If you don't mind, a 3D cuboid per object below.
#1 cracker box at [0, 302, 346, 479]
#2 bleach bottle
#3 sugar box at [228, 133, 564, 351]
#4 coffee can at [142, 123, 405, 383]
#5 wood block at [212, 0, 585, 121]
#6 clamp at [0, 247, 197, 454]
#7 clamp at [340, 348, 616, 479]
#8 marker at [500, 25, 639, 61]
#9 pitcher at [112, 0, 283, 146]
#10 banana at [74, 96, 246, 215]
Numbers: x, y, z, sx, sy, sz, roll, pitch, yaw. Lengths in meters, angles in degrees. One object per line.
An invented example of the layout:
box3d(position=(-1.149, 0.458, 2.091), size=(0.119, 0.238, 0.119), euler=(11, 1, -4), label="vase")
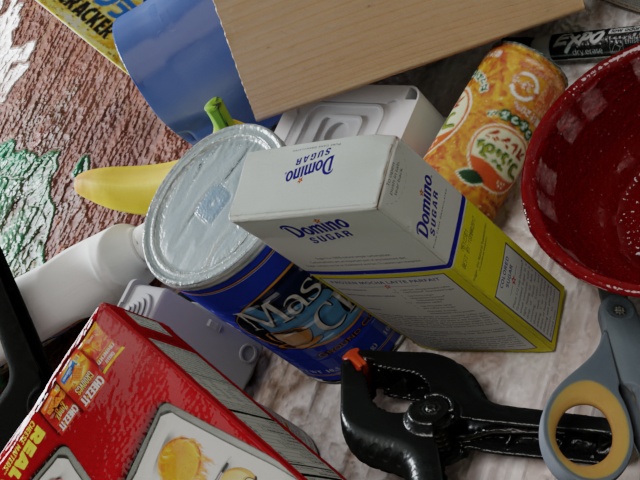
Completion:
box3d(position=(-0.064, 0.157, 0.498), size=(0.214, 0.072, 0.164), euler=(36, 93, 29), label="cracker box")
box3d(position=(-0.217, 0.053, 0.802), size=(0.251, 0.102, 0.068), euler=(-28, 90, 21), label="bleach bottle")
box3d(position=(0.045, 0.007, 0.552), size=(0.094, 0.176, 0.048), euler=(-3, 60, 39), label="sugar box")
box3d(position=(-0.020, 0.011, 0.631), size=(0.103, 0.140, 0.103), euler=(-21, 50, 28), label="coffee can")
box3d(position=(0.043, -0.156, 0.661), size=(0.206, 0.091, 0.090), euler=(-19, 18, 4), label="wood block")
box3d(position=(-0.190, 0.104, 0.737), size=(0.164, 0.036, 0.210), euler=(20, 92, 11), label="clamp")
box3d(position=(0.058, 0.107, 0.553), size=(0.120, 0.039, 0.172), euler=(-30, 30, -30), label="clamp")
box3d(position=(0.161, -0.120, 0.656), size=(0.121, 0.020, 0.020), euler=(3, 65, 41), label="marker")
box3d(position=(-0.023, -0.179, 0.773), size=(0.243, 0.149, 0.145), euler=(-34, 10, 13), label="pitcher")
box3d(position=(-0.098, -0.049, 0.736), size=(0.198, 0.069, 0.037), euler=(-21, 31, 48), label="banana")
